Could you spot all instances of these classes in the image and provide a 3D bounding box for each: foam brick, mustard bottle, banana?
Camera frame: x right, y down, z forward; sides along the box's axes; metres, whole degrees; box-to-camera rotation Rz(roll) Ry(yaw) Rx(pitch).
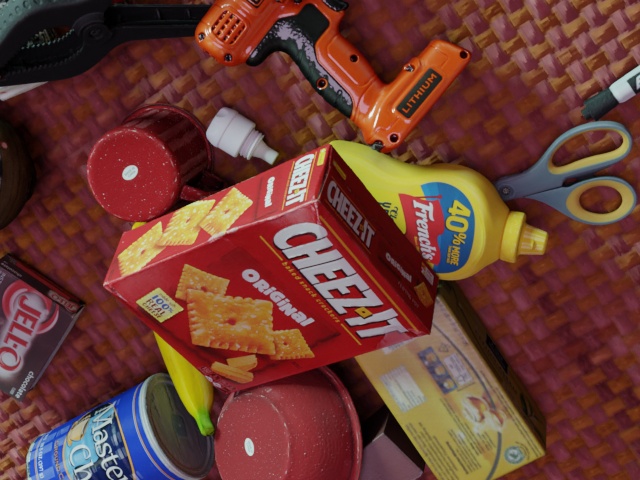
[{"bbox_3d":[0.060,0.185,0.941,0.051,0.078,0.053,46,110,-3],"label":"foam brick"},{"bbox_3d":[0.089,-0.018,0.870,0.192,0.058,0.096,13,115,14],"label":"mustard bottle"},{"bbox_3d":[-0.129,0.075,0.954,0.037,0.070,0.198,-21,96,-21],"label":"banana"}]

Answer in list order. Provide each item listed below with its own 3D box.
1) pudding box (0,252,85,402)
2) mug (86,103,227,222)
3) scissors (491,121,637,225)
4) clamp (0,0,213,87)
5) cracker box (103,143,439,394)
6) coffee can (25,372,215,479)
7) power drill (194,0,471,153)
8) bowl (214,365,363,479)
[{"bbox_3d":[-0.287,0.082,1.001,0.090,0.039,0.114,34,111,-1],"label":"pudding box"},{"bbox_3d":[-0.135,-0.058,0.902,0.117,0.081,0.093,26,111,3],"label":"mug"},{"bbox_3d":[0.170,-0.031,0.882,0.202,0.016,0.096,-28,108,26],"label":"scissors"},{"bbox_3d":[-0.170,-0.172,0.832,0.210,0.164,0.036,-28,62,10],"label":"clamp"},{"bbox_3d":[-0.039,0.034,0.856,0.214,0.072,0.164,-20,128,30],"label":"cracker box"},{"bbox_3d":[-0.183,0.197,0.982,0.140,0.102,0.103,-29,100,19],"label":"coffee can"},{"bbox_3d":[0.023,-0.174,0.832,0.187,0.057,0.184,39,94,-2],"label":"power drill"},{"bbox_3d":[-0.042,0.178,0.928,0.162,0.055,0.162,-5,82,42],"label":"bowl"}]
